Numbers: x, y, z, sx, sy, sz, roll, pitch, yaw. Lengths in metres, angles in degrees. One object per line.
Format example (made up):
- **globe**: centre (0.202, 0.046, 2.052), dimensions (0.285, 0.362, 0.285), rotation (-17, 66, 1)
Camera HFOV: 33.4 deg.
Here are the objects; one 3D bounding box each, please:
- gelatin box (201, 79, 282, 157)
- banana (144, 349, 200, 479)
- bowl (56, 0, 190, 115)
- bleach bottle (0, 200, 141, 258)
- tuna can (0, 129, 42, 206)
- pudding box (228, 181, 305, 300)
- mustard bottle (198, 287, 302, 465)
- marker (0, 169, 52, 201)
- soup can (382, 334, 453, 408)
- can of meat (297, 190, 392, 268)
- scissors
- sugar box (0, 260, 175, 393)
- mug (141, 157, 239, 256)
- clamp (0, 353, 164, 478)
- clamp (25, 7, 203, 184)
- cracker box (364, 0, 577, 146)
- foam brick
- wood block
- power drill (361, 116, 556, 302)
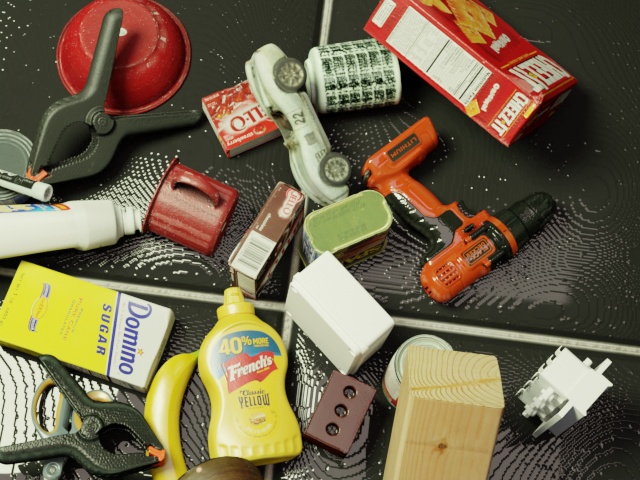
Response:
- **gelatin box**: centre (-0.085, -0.149, 1.255), dimensions (0.089, 0.030, 0.073), rotation (-24, 75, -10)
- **banana**: centre (-0.154, 0.204, 1.133), dimensions (0.069, 0.037, 0.198), rotation (2, 72, -2)
- **bowl**: centre (-0.235, -0.232, 1.261), dimensions (0.162, 0.055, 0.162), rotation (1, 72, -3)
- **bleach bottle**: centre (-0.324, -0.012, 1.172), dimensions (0.250, 0.103, 0.068), rotation (-6, 99, -13)
- **tuna can**: centre (-0.361, -0.081, 1.216), dimensions (0.086, 0.034, 0.086), rotation (1, 72, -3)
- **pudding box**: centre (-0.058, 0.001, 1.177), dimensions (0.039, 0.090, 0.113), rotation (30, 73, 8)
- **mustard bottle**: centre (-0.081, 0.143, 1.145), dimensions (0.096, 0.058, 0.191), rotation (-4, 71, -17)
- **marker**: centre (-0.350, -0.068, 1.170), dimensions (0.121, 0.020, 0.020), rotation (18, 71, 16)
- **soup can**: centre (0.105, 0.142, 1.133), dimensions (0.068, 0.102, 0.068), rotation (1, 72, -3)
- **can of meat**: centre (0.028, -0.008, 1.188), dimensions (0.102, 0.084, 0.057), rotation (-24, 75, -11)
- **scissors**: centre (-0.257, 0.230, 1.103), dimensions (0.096, 0.016, 0.202), rotation (-3, 56, -14)
- **sugar box**: centre (-0.256, 0.094, 1.159), dimensions (0.176, 0.048, 0.093), rotation (17, 72, 3)
- **mug**: centre (-0.139, -0.039, 1.175), dimensions (0.081, 0.117, 0.093), rotation (24, 60, -1)
- **clamp**: centre (-0.239, 0.186, 1.099), dimensions (0.171, 0.039, 0.120), rotation (13, 71, -4)
- **clamp**: centre (-0.252, -0.147, 1.198), dimensions (0.209, 0.036, 0.164), rotation (-39, 116, -15)
- **cracker box**: centre (0.177, -0.214, 1.225), dimensions (0.214, 0.072, 0.164), rotation (41, 31, 10)
- **foam brick**: centre (0.020, 0.186, 1.141), dimensions (0.053, 0.051, 0.078), rotation (24, 72, 4)
- **wood block**: centre (0.115, 0.219, 1.054), dimensions (0.091, 0.206, 0.090), rotation (8, 27, 0)
- **power drill**: centre (0.152, -0.048, 1.221), dimensions (0.184, 0.057, 0.188), rotation (-36, 77, -13)
